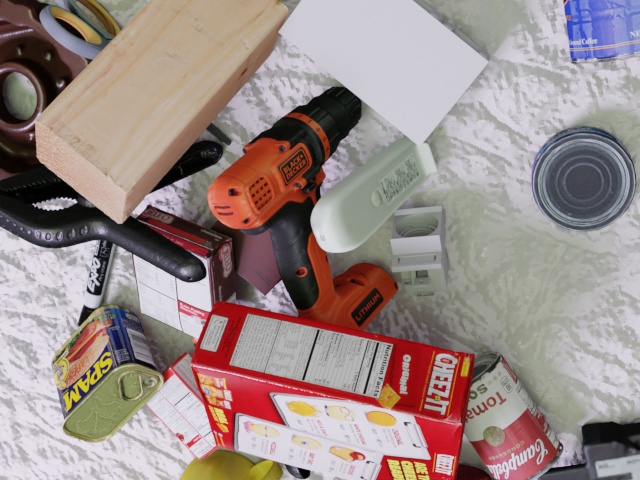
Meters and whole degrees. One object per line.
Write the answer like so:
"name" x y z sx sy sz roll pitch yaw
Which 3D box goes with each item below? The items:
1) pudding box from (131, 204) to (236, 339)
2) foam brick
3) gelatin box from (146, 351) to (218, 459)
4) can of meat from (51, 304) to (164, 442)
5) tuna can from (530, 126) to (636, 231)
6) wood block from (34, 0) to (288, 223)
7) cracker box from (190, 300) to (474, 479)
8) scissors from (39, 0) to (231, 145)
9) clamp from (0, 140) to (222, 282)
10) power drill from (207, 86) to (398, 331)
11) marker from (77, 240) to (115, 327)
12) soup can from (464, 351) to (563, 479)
"pudding box" -0.122 0.032 0.950 0.090 0.039 0.113 22 134 23
"foam brick" -0.056 0.001 0.955 0.078 0.051 0.053 42 109 0
"gelatin box" -0.119 0.157 1.003 0.089 0.030 0.073 46 136 -1
"can of meat" -0.201 0.122 0.993 0.102 0.084 0.057 -45 135 17
"tuna can" 0.219 -0.051 0.892 0.086 0.033 0.086 3 104 11
"wood block" -0.128 -0.126 0.864 0.090 0.091 0.206 39 69 0
"cracker box" 0.013 0.133 0.877 0.214 0.072 0.164 11 147 10
"scissors" -0.166 -0.147 0.925 0.202 0.096 0.016 47 117 2
"clamp" -0.185 -0.037 0.916 0.210 0.164 0.036 6 134 5
"power drill" 0.000 -0.017 0.901 0.057 0.184 0.187 0 123 44
"marker" -0.210 0.032 1.012 0.020 0.020 0.121 18 106 7
"soup can" 0.157 0.157 0.938 0.069 0.068 0.102 -33 94 17
